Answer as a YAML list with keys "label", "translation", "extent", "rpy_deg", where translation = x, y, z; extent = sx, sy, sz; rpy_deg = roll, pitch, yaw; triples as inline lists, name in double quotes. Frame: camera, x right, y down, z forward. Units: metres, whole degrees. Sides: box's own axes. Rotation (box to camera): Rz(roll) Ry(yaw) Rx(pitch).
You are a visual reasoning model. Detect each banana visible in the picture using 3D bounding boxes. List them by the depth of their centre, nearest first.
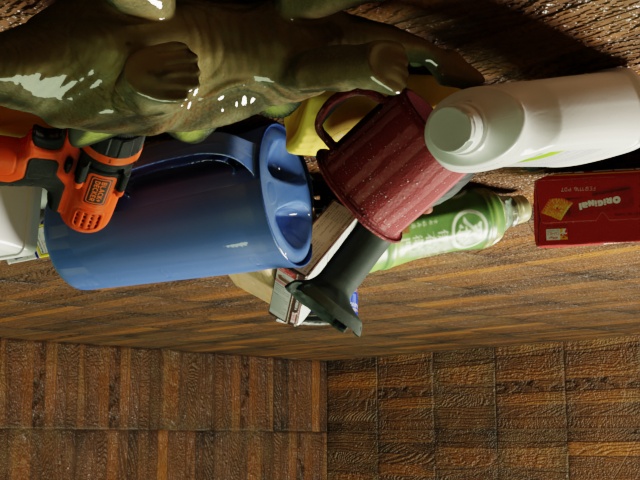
- label: "banana"
  translation: [-0.272, -0.103, 0.919]
  extent: [0.198, 0.037, 0.069]
  rpy_deg: [-4, -175, 25]

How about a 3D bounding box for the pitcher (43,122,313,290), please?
- label: "pitcher"
  translation: [-0.137, -0.028, 0.998]
  extent: [0.243, 0.149, 0.144]
  rpy_deg: [-10, -164, 19]

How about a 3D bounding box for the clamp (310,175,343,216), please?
- label: "clamp"
  translation: [0.016, -0.046, 1.204]
  extent: [0.120, 0.039, 0.172]
  rpy_deg: [7, 170, -11]

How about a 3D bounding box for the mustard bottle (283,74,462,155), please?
- label: "mustard bottle"
  translation: [0.072, -0.099, 0.863]
  extent: [0.191, 0.058, 0.096]
  rpy_deg: [2, 156, -15]

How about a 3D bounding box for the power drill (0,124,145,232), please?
- label: "power drill"
  translation: [-0.235, -0.085, 0.845]
  extent: [0.187, 0.057, 0.185]
  rpy_deg: [12, 136, -18]

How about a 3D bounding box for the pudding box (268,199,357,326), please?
- label: "pudding box"
  translation: [-0.007, 0.024, 1.129]
  extent: [0.039, 0.113, 0.090]
  rpy_deg: [27, 140, 14]

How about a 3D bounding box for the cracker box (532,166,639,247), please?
- label: "cracker box"
  translation: [0.297, -0.036, 1.046]
  extent: [0.164, 0.072, 0.213]
  rpy_deg: [-3, -178, 14]

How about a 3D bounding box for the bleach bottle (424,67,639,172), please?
- label: "bleach bottle"
  translation: [0.150, -0.083, 0.745]
  extent: [0.103, 0.068, 0.250]
  rpy_deg: [-15, 178, 32]

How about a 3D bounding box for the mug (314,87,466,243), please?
- label: "mug"
  translation: [0.049, -0.066, 0.785]
  extent: [0.117, 0.093, 0.082]
  rpy_deg: [43, 109, -16]
